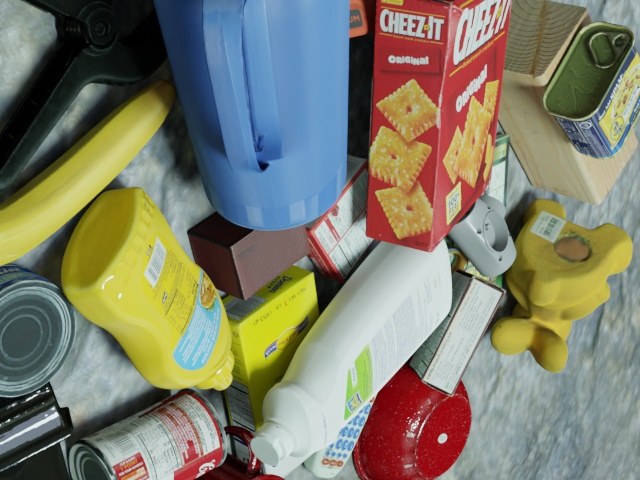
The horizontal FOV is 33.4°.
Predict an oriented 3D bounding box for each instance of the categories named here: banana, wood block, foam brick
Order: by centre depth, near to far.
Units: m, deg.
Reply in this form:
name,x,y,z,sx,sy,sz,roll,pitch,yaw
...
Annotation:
name,x,y,z,sx,sy,sz,roll,pitch,yaw
banana,-0.166,-0.038,0.704,0.037,0.070,0.197,48,51,-8
foam brick,-0.056,0.001,0.848,0.078,0.051,0.053,-35,128,-33
wood block,0.241,-0.139,1.084,0.090,0.090,0.206,-54,137,-15

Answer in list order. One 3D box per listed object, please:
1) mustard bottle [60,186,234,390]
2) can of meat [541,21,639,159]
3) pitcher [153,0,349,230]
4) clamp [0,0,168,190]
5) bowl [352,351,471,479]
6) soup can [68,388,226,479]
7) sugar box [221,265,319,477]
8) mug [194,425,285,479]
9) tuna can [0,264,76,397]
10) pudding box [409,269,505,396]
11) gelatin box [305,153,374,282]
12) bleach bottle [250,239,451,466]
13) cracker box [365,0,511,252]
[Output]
name,x,y,z,sx,sy,sz,roll,pitch,yaw
mustard bottle,-0.114,0.055,0.793,0.191,0.058,0.096,58,34,-43
can of meat,0.262,-0.137,0.995,0.083,0.058,0.102,40,77,-49
pitcher,-0.042,-0.116,0.713,0.149,0.145,0.243,-35,143,-25
clamp,-0.158,-0.146,0.687,0.209,0.036,0.164,-37,131,-35
bowl,0.107,0.191,1.098,0.161,0.055,0.162,-20,120,-41
soup can,-0.132,0.164,0.817,0.102,0.069,0.068,-23,121,-40
sugar box,-0.038,0.117,0.917,0.093,0.048,0.176,-34,127,-36
mug,-0.080,0.210,0.882,0.093,0.082,0.117,1,105,-48
tuna can,-0.208,0.061,0.719,0.085,0.034,0.086,-20,120,-41
pudding box,0.129,0.086,1.019,0.090,0.039,0.113,-135,-110,-86
gelatin box,0.020,-0.020,0.938,0.089,0.030,0.073,-52,137,-20
bleach bottle,0.024,0.091,0.899,0.250,0.068,0.102,-43,135,-41
cracker box,0.104,-0.121,0.910,0.164,0.072,0.214,-42,141,-53
